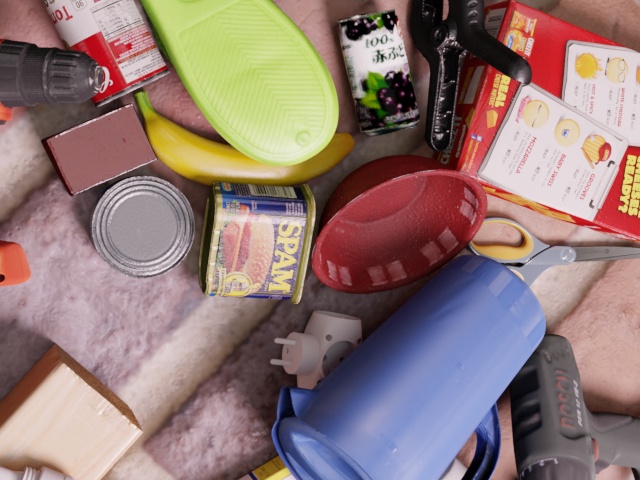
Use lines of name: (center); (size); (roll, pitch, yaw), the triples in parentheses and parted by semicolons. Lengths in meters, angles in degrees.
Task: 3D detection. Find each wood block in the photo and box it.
wood block: (-0.249, 0.194, 0.858); (0.090, 0.091, 0.206); (44, 82, -15)

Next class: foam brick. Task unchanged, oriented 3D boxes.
foam brick: (-0.181, -0.074, 0.875); (0.078, 0.053, 0.051); (-25, 101, -13)

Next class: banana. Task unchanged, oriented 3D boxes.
banana: (-0.066, -0.077, 0.918); (0.197, 0.037, 0.069); (11, 92, -17)

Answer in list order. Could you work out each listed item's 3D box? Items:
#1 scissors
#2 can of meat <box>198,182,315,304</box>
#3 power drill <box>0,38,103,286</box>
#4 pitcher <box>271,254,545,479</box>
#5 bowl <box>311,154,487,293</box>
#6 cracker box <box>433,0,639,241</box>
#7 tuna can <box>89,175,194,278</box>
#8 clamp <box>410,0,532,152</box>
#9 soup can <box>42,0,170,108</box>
scissors: (0.222, 0.031, 1.026); (0.201, 0.016, 0.096); (15, 92, -18)
can of meat: (-0.056, 0.001, 0.906); (0.083, 0.057, 0.102); (3, 117, -15)
power drill: (-0.259, -0.062, 0.822); (0.184, 0.057, 0.188); (5, 94, 12)
pitcher: (0.090, 0.132, 0.906); (0.242, 0.145, 0.149); (-43, 144, -28)
bowl: (0.060, -0.023, 0.926); (0.162, 0.162, 0.055); (-12, 54, -16)
cracker box: (0.226, -0.106, 0.987); (0.213, 0.072, 0.164); (17, 90, -18)
tuna can: (-0.151, -0.012, 0.899); (0.086, 0.034, 0.086); (-2, 95, -17)
clamp: (0.124, -0.174, 0.921); (0.039, 0.120, 0.171); (7, 67, -43)
soup can: (-0.174, -0.167, 0.861); (0.068, 0.069, 0.102); (-28, 102, -13)
